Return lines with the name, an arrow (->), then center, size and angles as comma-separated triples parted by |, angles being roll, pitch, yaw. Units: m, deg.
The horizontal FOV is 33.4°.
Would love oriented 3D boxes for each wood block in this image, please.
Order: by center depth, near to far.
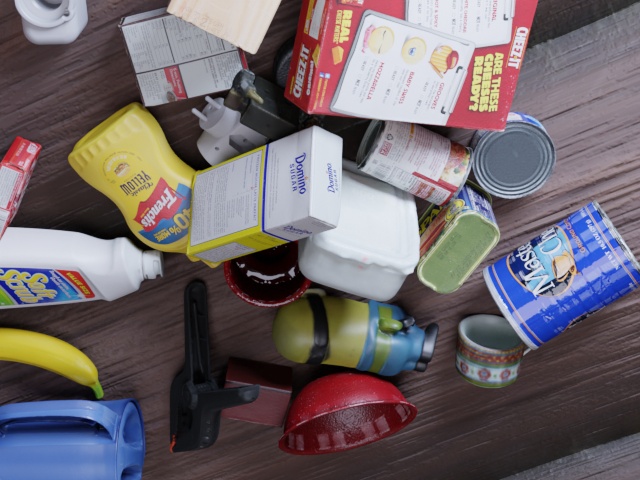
wood block -> -0.056, -0.284, 0.961 | 0.090, 0.091, 0.206 | 25, 102, -13

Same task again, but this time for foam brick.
foam brick -> -0.074, 0.174, 1.226 | 0.078, 0.053, 0.051 | 11, 115, -4

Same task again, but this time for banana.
banana -> -0.338, 0.132, 1.215 | 0.197, 0.037, 0.070 | 18, 114, -8

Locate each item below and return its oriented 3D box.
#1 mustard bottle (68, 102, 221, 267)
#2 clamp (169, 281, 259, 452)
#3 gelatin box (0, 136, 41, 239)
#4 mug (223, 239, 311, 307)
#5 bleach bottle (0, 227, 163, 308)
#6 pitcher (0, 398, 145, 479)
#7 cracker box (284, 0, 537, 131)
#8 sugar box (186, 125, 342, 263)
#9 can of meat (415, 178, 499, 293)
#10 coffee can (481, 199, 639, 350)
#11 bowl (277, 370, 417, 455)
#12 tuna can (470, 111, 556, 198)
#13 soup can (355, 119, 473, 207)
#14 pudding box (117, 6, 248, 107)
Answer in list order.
mustard bottle -> -0.167, -0.045, 1.117 | 0.096, 0.058, 0.191 | -32, 112, 18
clamp -> -0.137, 0.160, 1.200 | 0.036, 0.165, 0.210 | -6, 143, -32
gelatin box -> -0.322, -0.054, 1.105 | 0.030, 0.073, 0.089 | 23, 113, -12
mug -> -0.057, 0.001, 1.125 | 0.093, 0.081, 0.117 | -18, 115, 9
bleach bottle -> -0.296, 0.025, 1.143 | 0.251, 0.068, 0.102 | -3, 137, 0
pitcher -> -0.329, 0.242, 1.219 | 0.243, 0.145, 0.149 | -1, 95, 4
cracker box -> 0.086, -0.194, 0.991 | 0.213, 0.072, 0.164 | 2, 112, -26
sugar box -> -0.055, -0.040, 1.029 | 0.177, 0.093, 0.048 | -14, 156, 40
can of meat -> 0.140, -0.004, 1.121 | 0.057, 0.084, 0.102 | 31, 112, -14
coffee can -> 0.258, 0.037, 1.130 | 0.140, 0.103, 0.102 | -34, 111, 15
bowl -> 0.025, 0.190, 1.207 | 0.162, 0.055, 0.162 | -11, 154, -6
tuna can -> 0.198, -0.089, 1.107 | 0.086, 0.033, 0.086 | 0, 116, 0
soup can -> 0.095, -0.084, 1.091 | 0.102, 0.068, 0.069 | 23, 114, -10
pudding box -> -0.133, -0.187, 1.058 | 0.113, 0.039, 0.090 | -13, 113, 3
